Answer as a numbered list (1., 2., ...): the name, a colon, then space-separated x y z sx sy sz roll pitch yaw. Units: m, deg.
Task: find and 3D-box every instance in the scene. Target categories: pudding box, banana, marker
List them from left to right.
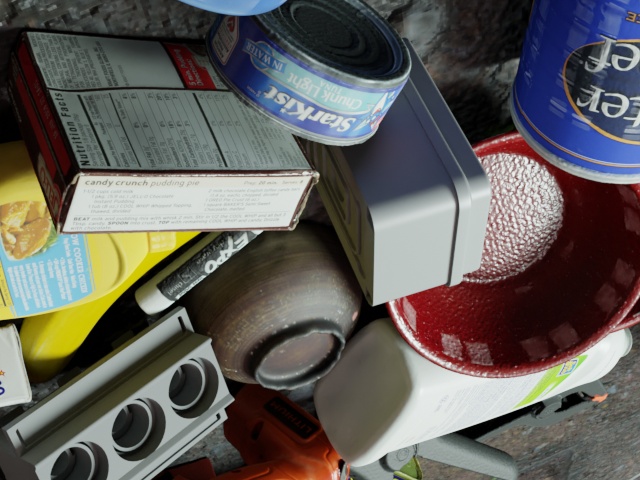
1. banana: -0.103 0.014 0.564 0.198 0.037 0.069 -37 142 15
2. pudding box: -0.069 -0.046 0.460 0.113 0.090 0.039 -3 139 -31
3. marker: -0.054 0.001 0.595 0.121 0.020 0.020 -37 145 16

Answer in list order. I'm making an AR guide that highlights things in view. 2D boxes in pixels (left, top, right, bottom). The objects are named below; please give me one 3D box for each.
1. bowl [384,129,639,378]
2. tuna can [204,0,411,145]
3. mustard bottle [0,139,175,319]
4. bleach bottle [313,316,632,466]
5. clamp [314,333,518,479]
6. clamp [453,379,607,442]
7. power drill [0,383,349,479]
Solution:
1. bowl: 0.109 0.000 0.621 0.162 0.055 0.162 -4 119 -8
2. tuna can: -0.004 -0.082 0.460 0.085 0.086 0.034 4 134 -37
3. mustard bottle: -0.144 -0.002 0.483 0.191 0.058 0.096 -11 141 -13
4. bleach bottle: 0.122 0.086 0.730 0.250 0.068 0.103 -4 144 -39
5. clamp: 0.060 0.144 0.772 0.164 0.036 0.210 -28 118 -19
6. clamp: 0.185 0.126 0.902 0.171 0.039 0.120 -10 147 -33
7. power drill: -0.088 0.151 0.672 0.187 0.185 0.057 -20 134 -44
